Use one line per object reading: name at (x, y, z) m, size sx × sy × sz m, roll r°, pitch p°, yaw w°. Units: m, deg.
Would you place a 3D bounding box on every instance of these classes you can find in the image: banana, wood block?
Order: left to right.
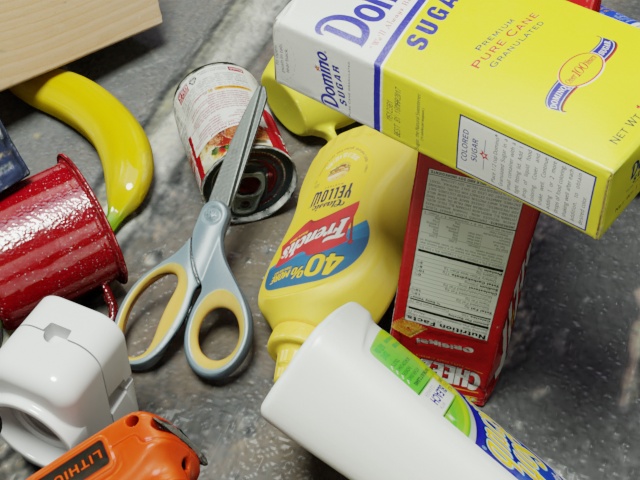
wood block at (-0.233, -0.178, 0.809) m, size 0.090 × 0.091 × 0.205 m, roll 16°, pitch 37°, yaw 40°
banana at (-0.171, -0.081, 0.785) m, size 0.069 × 0.037 × 0.198 m, roll -22°, pitch 50°, yaw -20°

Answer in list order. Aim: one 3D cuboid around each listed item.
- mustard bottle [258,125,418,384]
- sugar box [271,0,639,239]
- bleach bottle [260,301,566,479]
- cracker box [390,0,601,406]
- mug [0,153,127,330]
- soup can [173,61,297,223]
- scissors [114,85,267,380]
mustard bottle at (0.010, 0.013, 0.666) m, size 0.096 × 0.058 × 0.191 m, roll -13°, pitch 42°, yaw 38°
sugar box at (0.073, -0.077, 0.481) m, size 0.176 × 0.048 × 0.093 m, roll 30°, pitch 55°, yaw 25°
bleach bottle at (0.092, 0.132, 0.538) m, size 0.251 × 0.068 × 0.102 m, roll 36°, pitch 10°, yaw 7°
cracker box at (0.099, -0.033, 0.619) m, size 0.072 × 0.214 × 0.164 m, roll 15°, pitch 48°, yaw 11°
mug at (-0.173, 0.014, 0.668) m, size 0.081 × 0.093 × 0.117 m, roll -28°, pitch 88°, yaw -19°
soup can at (-0.063, -0.071, 0.756) m, size 0.068 × 0.068 × 0.102 m, roll -12°, pitch 47°, yaw -12°
scissors at (-0.054, 0.001, 0.667) m, size 0.096 × 0.016 × 0.201 m, roll 29°, pitch 78°, yaw 20°
